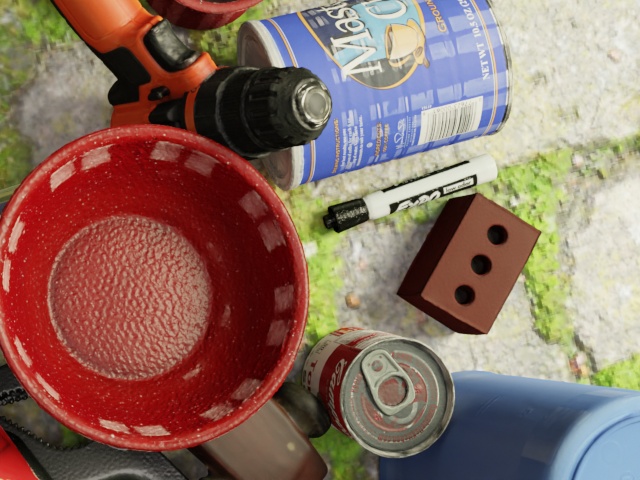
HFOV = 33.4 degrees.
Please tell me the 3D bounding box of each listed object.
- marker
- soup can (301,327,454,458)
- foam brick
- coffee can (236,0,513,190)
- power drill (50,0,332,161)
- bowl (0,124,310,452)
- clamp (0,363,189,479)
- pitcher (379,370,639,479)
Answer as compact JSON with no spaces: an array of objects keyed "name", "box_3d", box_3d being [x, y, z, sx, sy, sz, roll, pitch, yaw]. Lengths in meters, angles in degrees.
[{"name":"marker","box_3d":[0.058,-0.031,0.698,0.121,0.020,0.020,-19,94,-13]},{"name":"soup can","box_3d":[0.031,0.089,0.647,0.068,0.102,0.068,0,89,-14]},{"name":"foam brick","box_3d":[0.095,0.016,0.689,0.053,0.051,0.078,30,82,-11]},{"name":"coffee can","box_3d":[0.031,-0.097,0.649,0.140,0.103,0.103,-16,93,-14]},{"name":"power drill","box_3d":[-0.093,-0.118,0.561,0.057,0.185,0.187,-47,117,-29]},{"name":"bowl","box_3d":[-0.089,0.025,0.544,0.161,0.055,0.162,5,78,-23]},{"name":"clamp","box_3d":[-0.111,0.119,0.629,0.209,0.036,0.164,2,67,-11]},{"name":"pitcher","box_3d":[0.119,0.145,0.595,0.145,0.243,0.149,8,81,-11]}]
